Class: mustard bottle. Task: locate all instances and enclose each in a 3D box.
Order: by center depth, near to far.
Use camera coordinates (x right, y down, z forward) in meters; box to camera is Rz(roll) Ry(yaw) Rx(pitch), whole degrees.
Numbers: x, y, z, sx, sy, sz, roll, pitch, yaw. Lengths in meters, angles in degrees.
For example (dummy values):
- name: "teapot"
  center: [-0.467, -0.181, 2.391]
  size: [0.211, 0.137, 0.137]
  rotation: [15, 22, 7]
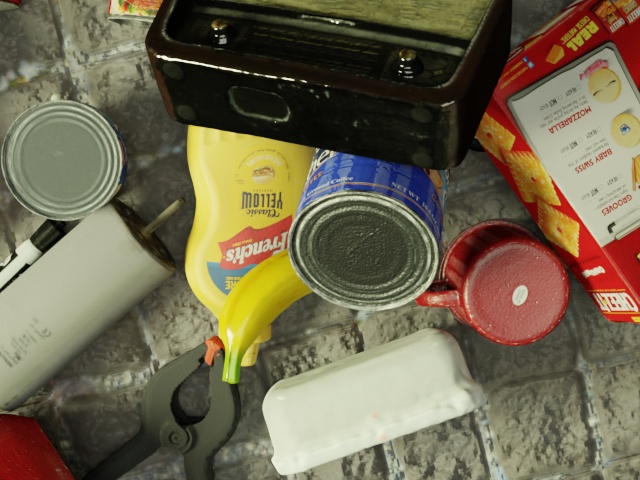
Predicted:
- name: "mustard bottle"
  center: [-0.055, 0.001, 0.817]
  size: [0.096, 0.058, 0.192]
  rotation: [-1, 98, -26]

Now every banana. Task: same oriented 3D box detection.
- name: "banana"
  center: [-0.004, 0.033, 0.797]
  size: [0.197, 0.037, 0.069]
  rotation: [-26, 114, -29]

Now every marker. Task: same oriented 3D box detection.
- name: "marker"
  center: [-0.246, 0.026, 0.838]
  size: [0.121, 0.020, 0.020]
  rotation: [-43, 96, 3]

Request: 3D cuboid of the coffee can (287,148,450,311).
- name: "coffee can"
  center: [0.039, -0.034, 0.761]
  size: [0.103, 0.140, 0.103]
  rotation: [6, 129, 8]

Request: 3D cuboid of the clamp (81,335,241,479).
- name: "clamp"
  center: [-0.104, 0.162, 0.847]
  size: [0.120, 0.039, 0.171]
  rotation: [30, 99, -5]

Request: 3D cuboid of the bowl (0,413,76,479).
- name: "bowl"
  center: [-0.213, 0.185, 0.799]
  size: [0.055, 0.162, 0.162]
  rotation: [-34, 96, -18]

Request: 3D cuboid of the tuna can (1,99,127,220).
- name: "tuna can"
  center: [-0.183, -0.058, 0.769]
  size: [0.086, 0.034, 0.086]
  rotation: [0, 97, -1]

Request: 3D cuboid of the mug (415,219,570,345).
- name: "mug"
  center: [0.130, 0.035, 0.816]
  size: [0.117, 0.081, 0.093]
  rotation: [-5, 96, -1]

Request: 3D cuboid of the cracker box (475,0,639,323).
- name: "cracker box"
  center: [0.225, -0.070, 0.793]
  size: [0.164, 0.072, 0.213]
  rotation: [-39, 98, -14]
